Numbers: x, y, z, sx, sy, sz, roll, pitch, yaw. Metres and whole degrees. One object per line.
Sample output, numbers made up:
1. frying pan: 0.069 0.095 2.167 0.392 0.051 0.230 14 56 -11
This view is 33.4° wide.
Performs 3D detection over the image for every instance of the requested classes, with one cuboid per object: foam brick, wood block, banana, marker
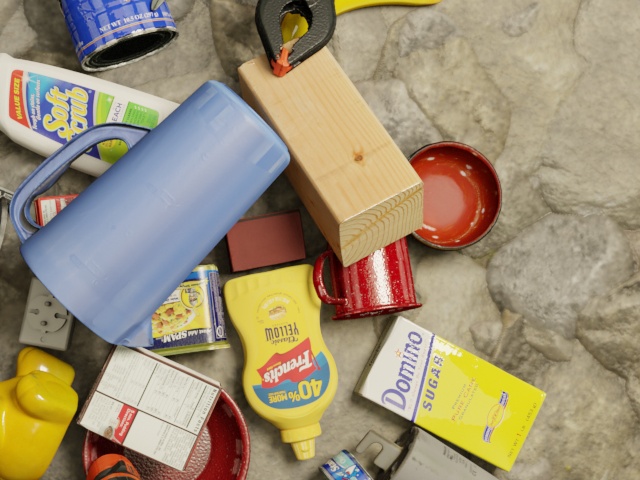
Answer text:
1. foam brick: -0.057 0.001 1.085 0.078 0.053 0.051 -11 87 -7
2. wood block: 0.008 -0.092 1.041 0.090 0.090 0.206 -27 63 -10
3. banana: 0.033 -0.247 1.127 0.197 0.037 0.069 -26 107 -8
4. marker: -0.336 -0.051 1.068 0.121 0.020 0.020 24 83 -5

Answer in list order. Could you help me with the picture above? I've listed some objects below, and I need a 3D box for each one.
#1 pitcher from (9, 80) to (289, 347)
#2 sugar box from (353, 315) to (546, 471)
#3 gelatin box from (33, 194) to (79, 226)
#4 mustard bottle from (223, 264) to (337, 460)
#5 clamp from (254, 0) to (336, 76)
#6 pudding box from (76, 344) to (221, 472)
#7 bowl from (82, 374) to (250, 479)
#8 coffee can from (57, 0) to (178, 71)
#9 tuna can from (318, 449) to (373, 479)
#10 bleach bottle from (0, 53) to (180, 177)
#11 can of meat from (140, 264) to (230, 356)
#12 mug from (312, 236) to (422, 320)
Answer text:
1. pitcher: -0.154 -0.036 0.979 0.243 0.145 0.149 -45 136 -2
2. sugar box: 0.133 0.157 1.103 0.176 0.048 0.093 28 83 -6
3. gelatin box: -0.237 -0.010 1.064 0.089 0.030 0.073 -7 90 -20
4. mustard bottle: -0.034 0.125 1.076 0.096 0.058 0.191 -11 88 -7
5. clamp: -0.026 -0.245 1.039 0.120 0.039 0.171 23 70 4
6. pudding box: -0.161 0.155 1.009 0.113 0.039 0.090 26 85 -8
7. bowl: -0.151 0.206 1.055 0.162 0.055 0.162 1 86 -8
8. coffee can: -0.213 -0.253 1.057 0.102 0.103 0.140 -21 89 -9
9. tuna can: 0.036 0.251 1.063 0.033 0.086 0.086 -36 91 -11
10. bleach bottle: -0.262 -0.120 1.063 0.250 0.068 0.102 15 86 -4
11. can of meat: -0.146 0.072 1.062 0.102 0.057 0.084 -8 85 1
12. mug: 0.041 0.034 1.074 0.117 0.093 0.081 -3 81 -33
